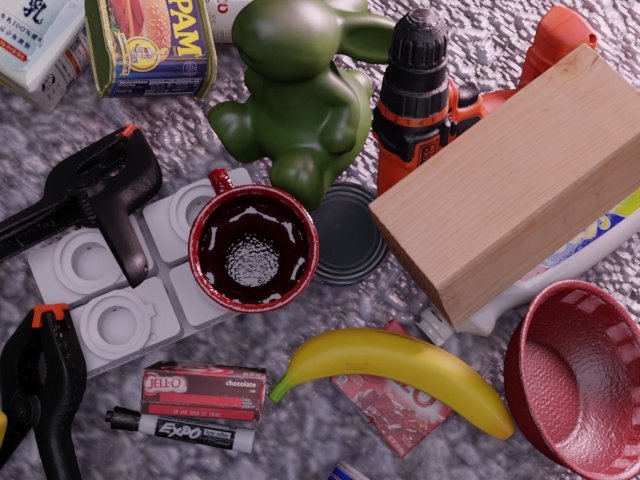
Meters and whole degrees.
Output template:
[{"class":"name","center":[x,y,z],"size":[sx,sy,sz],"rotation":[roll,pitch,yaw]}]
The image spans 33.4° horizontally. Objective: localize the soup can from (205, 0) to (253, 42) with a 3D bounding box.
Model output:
[{"class":"soup can","center":[-0.055,-0.201,0.896],"size":[0.102,0.068,0.068],"rotation":[-1,81,-2]}]

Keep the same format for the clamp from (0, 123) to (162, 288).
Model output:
[{"class":"clamp","center":[-0.170,-0.026,0.811],"size":[0.165,0.036,0.209],"rotation":[5,36,21]}]

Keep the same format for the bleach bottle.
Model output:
[{"class":"bleach bottle","center":[0.184,0.002,0.879],"size":[0.250,0.068,0.102],"rotation":[-41,82,-6]}]

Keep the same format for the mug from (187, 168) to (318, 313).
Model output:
[{"class":"mug","center":[-0.055,0.001,0.794],"size":[0.093,0.081,0.117],"rotation":[-27,84,-7]}]

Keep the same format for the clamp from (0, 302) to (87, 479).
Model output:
[{"class":"clamp","center":[-0.226,0.132,0.822],"size":[0.120,0.039,0.171],"rotation":[2,89,24]}]

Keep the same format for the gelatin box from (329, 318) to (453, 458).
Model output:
[{"class":"gelatin box","center":[0.062,0.120,0.870],"size":[0.073,0.030,0.089],"rotation":[-41,85,-8]}]

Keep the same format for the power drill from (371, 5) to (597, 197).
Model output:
[{"class":"power drill","center":[0.126,-0.121,0.836],"size":[0.187,0.184,0.057],"rotation":[-22,53,-22]}]

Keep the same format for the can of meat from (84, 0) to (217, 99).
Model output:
[{"class":"can of meat","center":[-0.134,-0.160,0.828],"size":[0.083,0.058,0.102],"rotation":[-5,73,-24]}]

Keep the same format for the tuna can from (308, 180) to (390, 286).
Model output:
[{"class":"tuna can","center":[0.016,-0.004,0.886],"size":[0.086,0.034,0.086],"rotation":[0,81,-3]}]

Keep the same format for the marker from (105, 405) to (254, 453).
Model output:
[{"class":"marker","center":[-0.114,0.153,0.862],"size":[0.121,0.020,0.020],"rotation":[10,81,-1]}]

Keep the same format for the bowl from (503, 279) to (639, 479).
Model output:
[{"class":"bowl","center":[0.197,0.115,0.844],"size":[0.161,0.055,0.162],"rotation":[14,65,-33]}]

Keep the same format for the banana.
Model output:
[{"class":"banana","center":[0.061,0.107,0.840],"size":[0.198,0.037,0.070],"rotation":[10,99,-1]}]

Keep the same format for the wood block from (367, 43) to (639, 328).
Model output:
[{"class":"wood block","center":[0.151,-0.040,0.814],"size":[0.206,0.090,0.091],"rotation":[-37,60,-2]}]

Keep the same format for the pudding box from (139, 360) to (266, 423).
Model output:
[{"class":"pudding box","center":[-0.088,0.115,0.822],"size":[0.090,0.113,0.039],"rotation":[5,84,-2]}]
